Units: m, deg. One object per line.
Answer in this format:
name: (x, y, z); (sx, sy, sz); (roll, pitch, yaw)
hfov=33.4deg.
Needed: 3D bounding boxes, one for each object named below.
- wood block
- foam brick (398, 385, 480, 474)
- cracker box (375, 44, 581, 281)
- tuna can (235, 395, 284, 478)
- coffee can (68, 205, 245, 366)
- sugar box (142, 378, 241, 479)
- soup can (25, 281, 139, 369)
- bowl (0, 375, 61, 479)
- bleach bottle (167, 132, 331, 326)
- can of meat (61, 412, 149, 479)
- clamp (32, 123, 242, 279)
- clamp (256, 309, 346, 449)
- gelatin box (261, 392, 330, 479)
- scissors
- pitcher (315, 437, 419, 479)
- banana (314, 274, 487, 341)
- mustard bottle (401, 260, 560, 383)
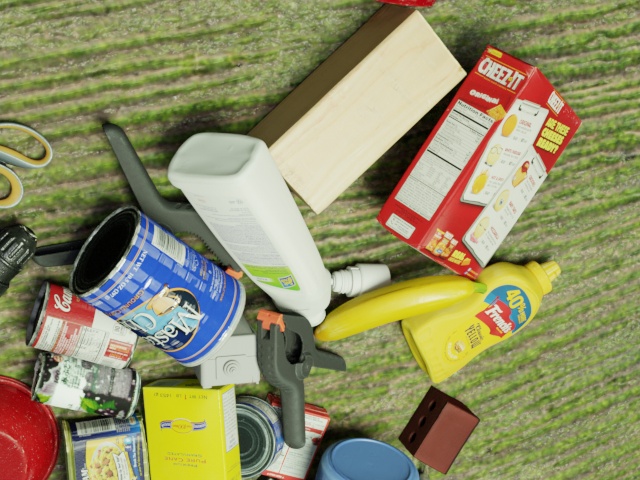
wood block: (0.034, -0.136, 1.089); (0.206, 0.091, 0.090); (-43, 113, -1)
foam brick: (0.137, 0.220, 1.242); (0.051, 0.053, 0.078); (29, 95, -22)
cracker box: (0.167, -0.075, 1.118); (0.214, 0.072, 0.164); (-57, 148, 4)
tuna can: (-0.084, 0.215, 1.164); (0.086, 0.033, 0.086); (2, 96, 16)
coffee can: (-0.158, 0.046, 1.043); (0.140, 0.103, 0.103); (38, 92, -30)
sugar box: (-0.134, 0.237, 1.138); (0.093, 0.048, 0.176); (-1, 96, 21)
soup can: (-0.240, 0.088, 1.086); (0.102, 0.068, 0.068); (18, 100, -21)
bowl: (-0.349, 0.222, 1.098); (0.162, 0.055, 0.162); (-4, 107, -14)
bleach bottle: (-0.057, 0.001, 1.090); (0.068, 0.103, 0.250); (-61, 143, -31)
can of meat: (-0.228, 0.237, 1.138); (0.083, 0.057, 0.102); (-6, 107, -16)
clamp: (-0.169, -0.018, 1.089); (0.209, 0.036, 0.165); (20, 108, -21)
clamp: (-0.030, 0.141, 1.125); (0.171, 0.039, 0.120); (54, 48, -46)
gelatin box: (-0.039, 0.223, 1.203); (0.073, 0.030, 0.089); (18, 100, -19)
scissors: (-0.362, -0.090, 1.027); (0.201, 0.016, 0.096); (12, 102, -19)
pitcher: (0.022, 0.341, 1.182); (0.149, 0.145, 0.243); (-3, 117, -28)
banana: (0.081, 0.073, 1.147); (0.198, 0.037, 0.069); (-15, 150, 10)
mustard bottle: (0.189, 0.078, 1.211); (0.191, 0.058, 0.096); (-31, 128, -7)
